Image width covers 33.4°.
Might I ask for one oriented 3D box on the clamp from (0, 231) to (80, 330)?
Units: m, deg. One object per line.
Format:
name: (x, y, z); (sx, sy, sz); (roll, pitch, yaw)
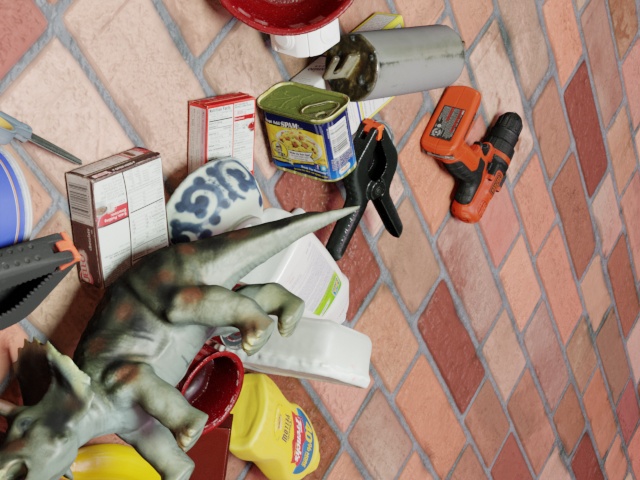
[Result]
clamp: (-0.278, 0.063, 0.817); (0.209, 0.036, 0.164); (-30, 160, -14)

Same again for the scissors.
scissors: (-0.242, -0.084, 0.868); (0.016, 0.096, 0.201); (-51, 141, 3)

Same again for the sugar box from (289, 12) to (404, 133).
sugar box: (0.038, -0.186, 1.248); (0.176, 0.048, 0.093); (-41, 132, -33)

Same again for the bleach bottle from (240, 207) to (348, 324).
bleach bottle: (-0.022, 0.055, 1.227); (0.102, 0.068, 0.250); (-59, 154, -11)

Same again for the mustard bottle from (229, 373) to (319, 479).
mustard bottle: (-0.049, 0.238, 1.281); (0.191, 0.058, 0.096); (52, 38, -51)

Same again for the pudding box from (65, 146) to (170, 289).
pudding box: (-0.188, -0.022, 1.006); (0.089, 0.039, 0.113); (-28, 127, -45)

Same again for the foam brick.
foam brick: (-0.126, 0.229, 1.164); (0.051, 0.053, 0.078); (-89, -172, -78)

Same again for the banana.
banana: (-0.200, 0.247, 1.098); (0.069, 0.037, 0.197); (-60, 143, -20)

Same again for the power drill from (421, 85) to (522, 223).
power drill: (0.220, -0.138, 1.506); (0.187, 0.057, 0.184); (45, 67, -52)

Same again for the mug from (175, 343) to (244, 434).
mug: (-0.146, 0.140, 1.084); (0.117, 0.082, 0.093); (3, 108, -54)

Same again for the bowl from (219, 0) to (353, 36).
bowl: (-0.035, -0.281, 1.054); (0.055, 0.162, 0.162); (-133, -123, -83)

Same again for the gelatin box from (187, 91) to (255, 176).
gelatin box: (-0.102, -0.104, 1.100); (0.073, 0.030, 0.089); (-20, 119, -48)

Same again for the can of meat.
can of meat: (-0.013, -0.117, 1.157); (0.057, 0.102, 0.084); (-43, 137, -35)

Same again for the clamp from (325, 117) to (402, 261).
clamp: (0.050, -0.057, 1.266); (0.120, 0.039, 0.171); (-33, 129, -37)
